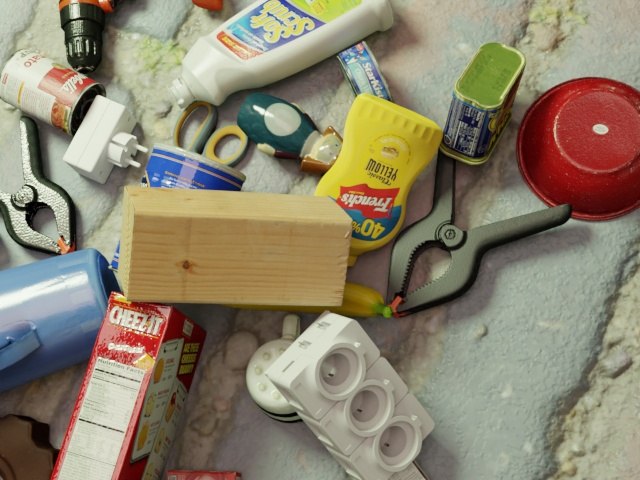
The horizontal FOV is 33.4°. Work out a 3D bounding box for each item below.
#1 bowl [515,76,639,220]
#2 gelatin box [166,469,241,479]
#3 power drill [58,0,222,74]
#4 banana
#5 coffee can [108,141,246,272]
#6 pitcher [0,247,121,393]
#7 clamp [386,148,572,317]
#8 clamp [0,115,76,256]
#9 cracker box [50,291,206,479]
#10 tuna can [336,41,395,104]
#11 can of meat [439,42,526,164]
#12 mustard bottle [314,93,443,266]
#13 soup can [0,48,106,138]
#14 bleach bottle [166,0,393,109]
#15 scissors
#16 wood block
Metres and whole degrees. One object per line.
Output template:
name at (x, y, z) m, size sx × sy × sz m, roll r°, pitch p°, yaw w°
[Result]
bowl at (0.286, -0.105, 1.110) m, size 0.162 × 0.055 × 0.162 m, roll -2°, pitch 76°, yaw 7°
gelatin box at (-0.120, 0.278, 1.081) m, size 0.073 × 0.030 × 0.089 m, roll 0°, pitch 76°, yaw 7°
power drill at (-0.209, -0.288, 1.221) m, size 0.187 × 0.057 × 0.184 m, roll -8°, pitch 75°, yaw 6°
banana at (-0.020, 0.056, 1.103) m, size 0.198 × 0.069 × 0.037 m, roll 3°, pitch 85°, yaw 9°
coffee can at (-0.149, -0.019, 1.113) m, size 0.103 × 0.102 × 0.140 m, roll 19°, pitch 87°, yaw 12°
pitcher at (-0.327, 0.096, 1.092) m, size 0.243 × 0.145 × 0.149 m, roll -18°, pitch 61°, yaw -1°
clamp at (0.148, 0.000, 1.109) m, size 0.165 × 0.036 × 0.210 m, roll 30°, pitch 82°, yaw 21°
clamp at (-0.322, -0.055, 1.189) m, size 0.171 × 0.039 × 0.120 m, roll 41°, pitch 89°, yaw 9°
cracker box at (-0.189, 0.171, 1.048) m, size 0.072 × 0.164 × 0.213 m, roll 14°, pitch 78°, yaw 9°
tuna can at (0.050, -0.167, 1.141) m, size 0.034 × 0.086 × 0.086 m, roll -25°, pitch 74°, yaw 2°
can of meat at (0.168, -0.144, 1.102) m, size 0.057 × 0.084 × 0.102 m, roll 25°, pitch 55°, yaw 13°
mustard bottle at (0.046, -0.048, 1.106) m, size 0.096 × 0.058 × 0.192 m, roll 21°, pitch 105°, yaw -13°
soup can at (-0.302, -0.165, 1.198) m, size 0.102 × 0.068 × 0.068 m, roll 27°, pitch 81°, yaw 13°
bleach bottle at (-0.051, -0.216, 1.173) m, size 0.251 × 0.068 × 0.103 m, roll -32°, pitch 69°, yaw -3°
scissors at (-0.143, -0.060, 1.177) m, size 0.096 × 0.016 × 0.201 m, roll 14°, pitch 79°, yaw 11°
wood block at (-0.083, 0.006, 1.024) m, size 0.205 × 0.090 × 0.091 m, roll 3°, pitch 107°, yaw -17°
